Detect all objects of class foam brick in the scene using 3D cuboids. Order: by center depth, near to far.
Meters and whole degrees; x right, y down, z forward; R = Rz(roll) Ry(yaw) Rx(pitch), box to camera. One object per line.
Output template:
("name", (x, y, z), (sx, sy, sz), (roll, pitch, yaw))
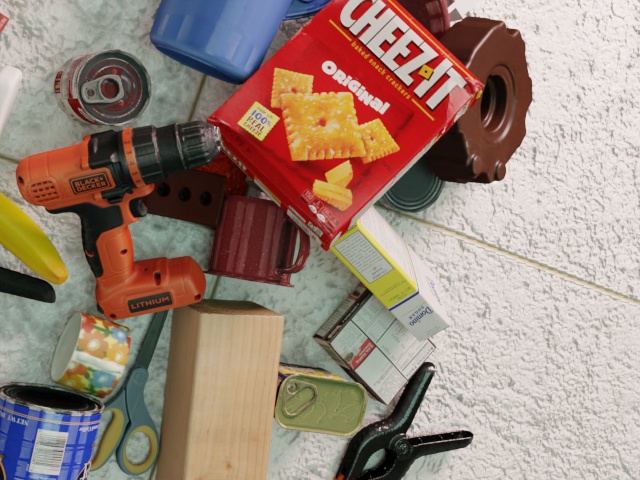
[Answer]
("foam brick", (-0.141, -0.047, 1.051), (0.078, 0.051, 0.053), (11, 92, -26))

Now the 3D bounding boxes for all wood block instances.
("wood block", (-0.103, 0.168, 1.075), (0.090, 0.091, 0.206), (4, 95, -26))

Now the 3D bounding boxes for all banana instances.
("banana", (-0.312, -0.027, 0.966), (0.197, 0.069, 0.037), (35, 117, -26))

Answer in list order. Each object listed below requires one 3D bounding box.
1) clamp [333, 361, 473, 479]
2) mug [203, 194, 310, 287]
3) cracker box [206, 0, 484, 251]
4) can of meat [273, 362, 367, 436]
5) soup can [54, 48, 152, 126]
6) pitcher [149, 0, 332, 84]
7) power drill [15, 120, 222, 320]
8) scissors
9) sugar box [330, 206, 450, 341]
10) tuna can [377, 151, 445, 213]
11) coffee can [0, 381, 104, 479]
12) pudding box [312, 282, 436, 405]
("clamp", (0.095, 0.232, 1.207), (0.171, 0.039, 0.120), (-43, 108, -8))
("mug", (-0.057, 0.001, 1.065), (0.093, 0.117, 0.081), (12, 87, -47))
("cracker box", (0.023, -0.123, 1.016), (0.164, 0.072, 0.213), (45, 81, 4))
("can of meat", (-0.016, 0.163, 1.119), (0.102, 0.084, 0.057), (12, 92, -26))
("soup can", (-0.202, -0.140, 0.982), (0.068, 0.102, 0.068), (-3, 98, -25))
("pitcher", (-0.059, -0.273, 1.019), (0.144, 0.149, 0.243), (23, 90, -64))
("power drill", (-0.164, -0.020, 0.983), (0.184, 0.057, 0.187), (-11, 128, 3))
("scissors", (-0.174, 0.153, 1.082), (0.096, 0.016, 0.201), (39, 80, -26))
("sugar box", (0.066, 0.021, 1.119), (0.048, 0.093, 0.176), (-31, 124, 15))
("tuna can", (0.093, -0.074, 1.167), (0.086, 0.034, 0.086), (-3, 98, -25))
("coffee can", (-0.267, 0.213, 0.997), (0.102, 0.103, 0.140), (12, 91, -26))
("pudding box", (0.061, 0.112, 1.175), (0.090, 0.039, 0.113), (-48, 115, -13))
